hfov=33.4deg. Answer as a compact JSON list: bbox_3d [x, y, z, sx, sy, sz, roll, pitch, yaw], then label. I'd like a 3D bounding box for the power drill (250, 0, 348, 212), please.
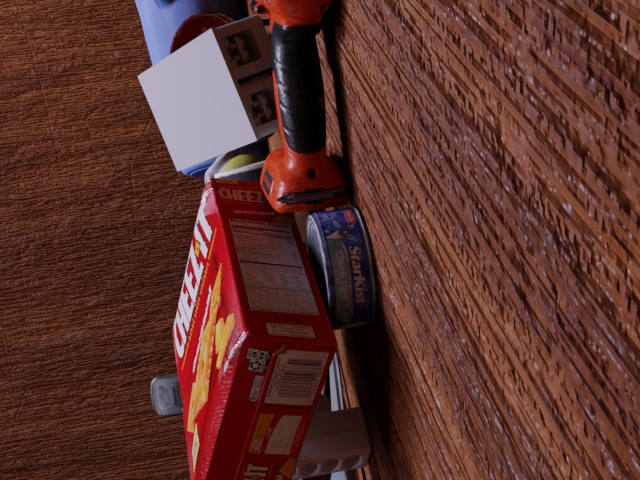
[{"bbox_3d":[-0.025,-0.125,0.790,0.184,0.057,0.188,-121,24,-70],"label":"power drill"}]

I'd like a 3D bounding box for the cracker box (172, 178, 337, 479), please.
[{"bbox_3d":[-0.060,0.075,0.803,0.214,0.072,0.164,-111,33,-55],"label":"cracker box"}]

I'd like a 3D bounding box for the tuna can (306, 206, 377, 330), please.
[{"bbox_3d":[0.014,0.020,0.756,0.086,0.033,0.086,171,90,-82],"label":"tuna can"}]

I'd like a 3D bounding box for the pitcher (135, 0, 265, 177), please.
[{"bbox_3d":[-0.140,-0.208,1.344,0.145,0.149,0.243,161,97,-67],"label":"pitcher"}]
